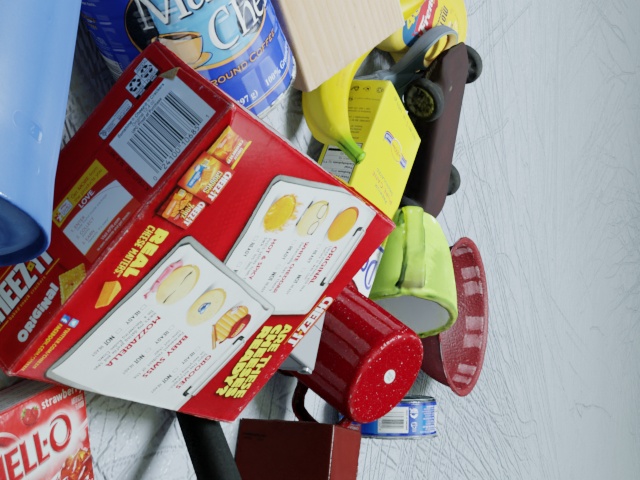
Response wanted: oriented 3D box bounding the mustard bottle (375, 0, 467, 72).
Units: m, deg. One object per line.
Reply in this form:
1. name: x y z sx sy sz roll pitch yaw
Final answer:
1. mustard bottle: 0.078 -0.216 0.981 0.191 0.058 0.096 26 81 -61

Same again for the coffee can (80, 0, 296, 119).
1. coffee can: -0.083 -0.137 0.594 0.140 0.103 0.102 67 34 -40

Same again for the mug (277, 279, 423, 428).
1. mug: 0.017 0.094 0.807 0.093 0.082 0.117 14 106 -52

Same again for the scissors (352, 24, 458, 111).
1. scissors: 0.066 -0.156 0.941 0.201 0.016 0.096 2 122 -59

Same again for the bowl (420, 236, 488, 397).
1. bowl: 0.123 0.077 1.086 0.161 0.055 0.162 -2 92 -64

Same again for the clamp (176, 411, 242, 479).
1. clamp: -0.046 0.169 0.613 0.210 0.036 0.164 134 -69 -83

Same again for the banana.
1. banana: 0.029 -0.146 0.867 0.037 0.069 0.197 120 -8 -61

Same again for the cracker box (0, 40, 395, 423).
1. cracker box: -0.068 0.008 0.582 0.164 0.072 0.213 -50 152 5

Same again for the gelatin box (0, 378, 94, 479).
1. gelatin box: -0.153 0.113 0.538 0.089 0.030 0.073 -24 112 -63

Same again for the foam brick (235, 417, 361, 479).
1. foam brick: -0.016 0.158 0.771 0.051 0.078 0.053 32 61 -59

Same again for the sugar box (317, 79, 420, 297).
1. sugar box: 0.029 -0.036 0.881 0.093 0.048 0.176 52 49 -53

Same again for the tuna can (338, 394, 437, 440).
1. tuna can: 0.057 0.150 0.915 0.086 0.086 0.034 11 79 -64
